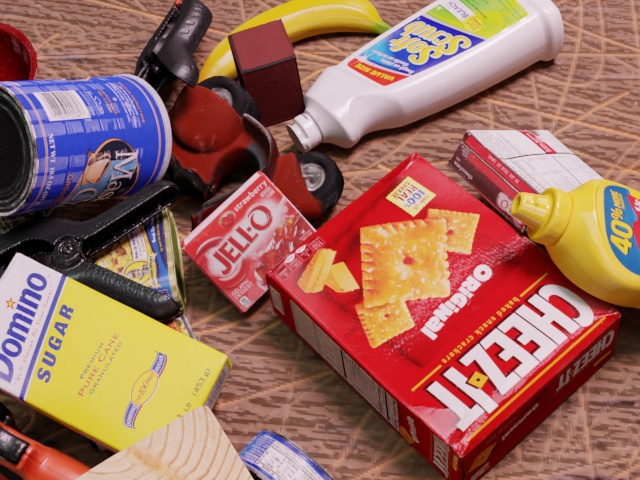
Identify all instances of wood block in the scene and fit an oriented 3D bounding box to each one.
[{"bbox_3d":[-0.065,0.198,0.641,0.090,0.206,0.091,-30,55,-12],"label":"wood block"}]

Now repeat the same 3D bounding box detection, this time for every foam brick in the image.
[{"bbox_3d":[-0.047,-0.149,0.963,0.051,0.078,0.053,-18,56,-4],"label":"foam brick"}]

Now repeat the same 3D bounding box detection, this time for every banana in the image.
[{"bbox_3d":[-0.029,-0.197,1.018,0.197,0.037,0.070,-17,53,-3],"label":"banana"}]

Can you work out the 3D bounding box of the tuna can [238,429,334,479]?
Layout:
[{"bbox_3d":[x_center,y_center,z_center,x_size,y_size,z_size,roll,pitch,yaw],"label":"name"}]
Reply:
[{"bbox_3d":[-0.021,0.170,0.728,0.086,0.086,0.033,32,64,27],"label":"tuna can"}]

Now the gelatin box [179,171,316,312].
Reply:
[{"bbox_3d":[-0.056,0.001,0.850,0.089,0.073,0.030,-42,14,-1],"label":"gelatin box"}]

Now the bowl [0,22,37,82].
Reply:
[{"bbox_3d":[-0.339,-0.134,1.013,0.162,0.055,0.162,-5,55,6],"label":"bowl"}]

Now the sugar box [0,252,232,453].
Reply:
[{"bbox_3d":[-0.160,0.087,0.748,0.176,0.048,0.093,25,72,10],"label":"sugar box"}]

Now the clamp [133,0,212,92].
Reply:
[{"bbox_3d":[-0.138,-0.166,0.975,0.165,0.036,0.209,-28,32,43],"label":"clamp"}]

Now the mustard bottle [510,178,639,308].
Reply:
[{"bbox_3d":[0.225,0.005,0.770,0.191,0.058,0.096,19,52,-13],"label":"mustard bottle"}]

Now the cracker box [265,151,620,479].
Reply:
[{"bbox_3d":[0.087,0.053,0.801,0.164,0.072,0.214,-38,59,-17],"label":"cracker box"}]

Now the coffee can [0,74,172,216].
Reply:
[{"bbox_3d":[-0.204,-0.079,0.853,0.103,0.103,0.140,34,28,28],"label":"coffee can"}]

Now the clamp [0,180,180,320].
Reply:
[{"bbox_3d":[-0.185,0.006,0.828,0.171,0.039,0.120,2,53,6],"label":"clamp"}]

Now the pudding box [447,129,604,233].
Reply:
[{"bbox_3d":[0.169,-0.049,0.845,0.113,0.039,0.090,-7,44,-42],"label":"pudding box"}]

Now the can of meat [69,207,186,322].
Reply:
[{"bbox_3d":[-0.157,0.023,0.872,0.084,0.057,0.102,-12,54,-1],"label":"can of meat"}]

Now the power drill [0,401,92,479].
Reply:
[{"bbox_3d":[-0.192,0.144,0.713,0.188,0.184,0.057,22,67,22],"label":"power drill"}]

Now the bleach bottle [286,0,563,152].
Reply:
[{"bbox_3d":[0.087,-0.148,0.951,0.250,0.068,0.103,-32,56,-10],"label":"bleach bottle"}]
